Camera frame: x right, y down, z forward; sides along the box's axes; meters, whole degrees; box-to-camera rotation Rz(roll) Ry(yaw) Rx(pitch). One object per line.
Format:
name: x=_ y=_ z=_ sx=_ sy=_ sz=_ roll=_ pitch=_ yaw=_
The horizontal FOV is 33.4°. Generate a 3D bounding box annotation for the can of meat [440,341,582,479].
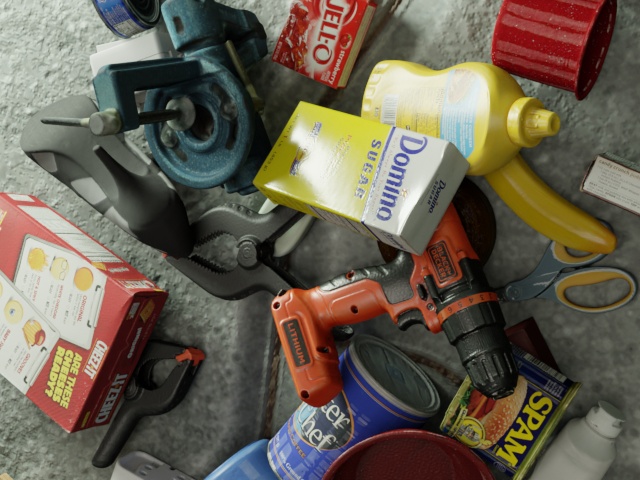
can of meat: x=0.162 y=0.144 z=0.921 sx=0.084 sy=0.057 sz=0.102 roll=33 pitch=107 yaw=17

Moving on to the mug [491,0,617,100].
mug: x=0.202 y=-0.185 z=0.912 sx=0.082 sy=0.093 sz=0.117 roll=21 pitch=73 yaw=22

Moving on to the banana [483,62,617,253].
banana: x=0.182 y=-0.059 z=0.945 sx=0.198 sy=0.037 sz=0.070 roll=58 pitch=138 yaw=11

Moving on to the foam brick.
foam brick: x=0.184 y=0.118 z=0.968 sx=0.051 sy=0.053 sz=0.078 roll=-28 pitch=86 yaw=22

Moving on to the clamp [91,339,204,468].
clamp: x=-0.202 y=0.148 z=1.128 sx=0.172 sy=0.039 sz=0.120 roll=-38 pitch=78 yaw=14

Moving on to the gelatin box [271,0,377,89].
gelatin box: x=0.003 y=-0.198 z=1.010 sx=0.073 sy=0.030 sz=0.089 roll=26 pitch=105 yaw=16

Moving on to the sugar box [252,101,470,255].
sugar box: x=0.032 y=-0.057 z=0.922 sx=0.176 sy=0.048 sz=0.093 roll=19 pitch=76 yaw=42

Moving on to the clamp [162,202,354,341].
clamp: x=-0.057 y=0.001 z=1.025 sx=0.210 sy=0.036 sz=0.164 roll=8 pitch=95 yaw=27

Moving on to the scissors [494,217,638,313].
scissors: x=0.185 y=0.027 z=0.976 sx=0.202 sy=0.016 sz=0.096 roll=0 pitch=95 yaw=21

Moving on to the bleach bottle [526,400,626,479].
bleach bottle: x=0.189 y=0.251 z=0.955 sx=0.068 sy=0.102 sz=0.251 roll=35 pitch=108 yaw=15

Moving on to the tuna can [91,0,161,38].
tuna can: x=-0.192 y=-0.245 z=1.050 sx=0.034 sy=0.086 sz=0.086 roll=-17 pitch=90 yaw=20

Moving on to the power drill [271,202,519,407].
power drill: x=0.062 y=0.075 z=0.914 sx=0.188 sy=0.057 sz=0.184 roll=-26 pitch=66 yaw=16

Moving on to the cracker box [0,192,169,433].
cracker box: x=-0.279 y=0.071 z=1.111 sx=0.214 sy=0.072 sz=0.164 roll=33 pitch=105 yaw=25

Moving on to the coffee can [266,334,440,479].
coffee can: x=0.030 y=0.174 z=1.007 sx=0.103 sy=0.102 sz=0.140 roll=42 pitch=109 yaw=11

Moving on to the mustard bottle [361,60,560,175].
mustard bottle: x=0.121 y=-0.106 z=0.922 sx=0.192 sy=0.058 sz=0.096 roll=11 pitch=95 yaw=46

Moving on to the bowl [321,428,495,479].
bowl: x=0.076 y=0.224 z=0.939 sx=0.162 sy=0.055 sz=0.162 roll=1 pitch=112 yaw=1
